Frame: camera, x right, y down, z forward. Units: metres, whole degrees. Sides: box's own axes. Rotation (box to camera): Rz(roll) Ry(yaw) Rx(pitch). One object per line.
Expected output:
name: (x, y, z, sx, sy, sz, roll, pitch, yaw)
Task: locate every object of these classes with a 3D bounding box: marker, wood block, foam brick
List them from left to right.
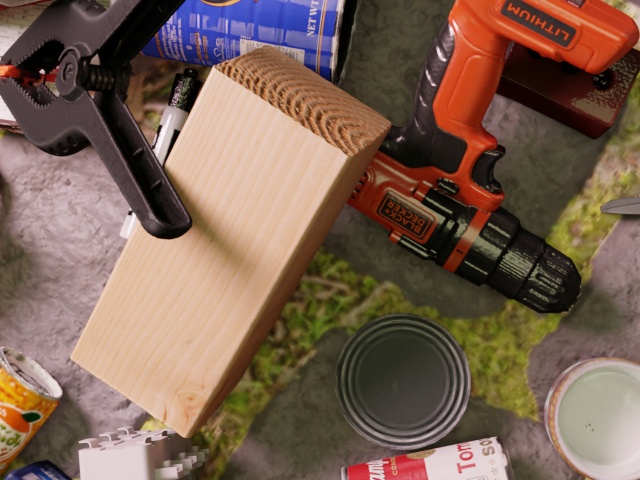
marker: (-0.105, -0.057, 0.712, 0.020, 0.020, 0.121, 19, 89, 6)
wood block: (-0.054, 0.001, 0.631, 0.091, 0.090, 0.206, 33, 115, 6)
foam brick: (0.155, -0.106, 0.675, 0.078, 0.051, 0.053, 26, 89, 6)

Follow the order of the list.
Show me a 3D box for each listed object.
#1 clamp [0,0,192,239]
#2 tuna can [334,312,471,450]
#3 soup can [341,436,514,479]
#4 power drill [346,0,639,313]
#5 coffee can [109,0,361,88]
clamp: (-0.127, -0.083, 0.605, 0.210, 0.036, 0.164, 1, 84, 46)
tuna can: (0.052, 0.089, 0.682, 0.086, 0.033, 0.086, 0, 87, 5)
soup can: (0.069, 0.164, 0.660, 0.102, 0.068, 0.068, -12, 86, 4)
power drill: (0.108, -0.062, 0.637, 0.184, 0.057, 0.188, 30, 119, 4)
coffee can: (-0.048, -0.156, 0.670, 0.140, 0.103, 0.103, 11, 88, 5)
